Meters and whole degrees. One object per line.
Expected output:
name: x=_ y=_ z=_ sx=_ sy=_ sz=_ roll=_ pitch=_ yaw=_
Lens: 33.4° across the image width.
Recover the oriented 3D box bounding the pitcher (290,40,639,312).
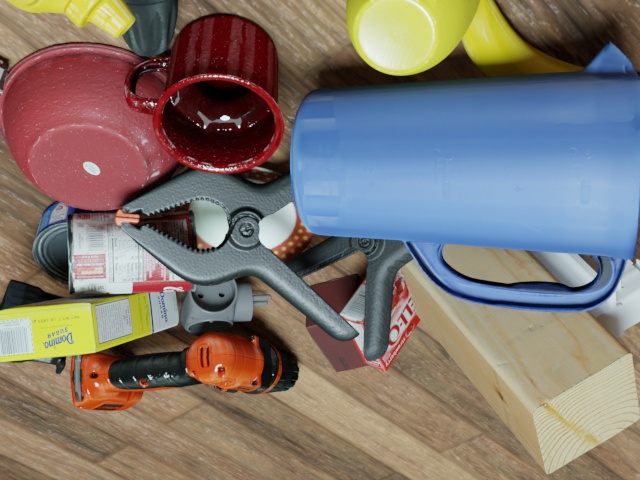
pitcher: x=0.107 y=-0.045 z=0.762 sx=0.243 sy=0.149 sz=0.145 roll=1 pitch=146 yaw=14

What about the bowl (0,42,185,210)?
bowl: x=-0.179 y=-0.074 z=0.838 sx=0.162 sy=0.055 sz=0.162 roll=0 pitch=137 yaw=0

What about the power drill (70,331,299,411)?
power drill: x=-0.129 y=0.127 z=1.028 sx=0.188 sy=0.057 sz=0.184 roll=-11 pitch=163 yaw=19

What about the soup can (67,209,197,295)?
soup can: x=-0.155 y=0.010 z=0.875 sx=0.102 sy=0.068 sz=0.068 roll=-2 pitch=138 yaw=-13

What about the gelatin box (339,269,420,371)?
gelatin box: x=0.062 y=0.060 z=0.959 sx=0.030 sy=0.089 sz=0.073 roll=17 pitch=148 yaw=37

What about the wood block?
wood block: x=0.156 y=0.075 z=0.872 sx=0.090 sy=0.206 sz=0.091 roll=-29 pitch=134 yaw=-8

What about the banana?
banana: x=0.170 y=-0.130 z=0.788 sx=0.197 sy=0.037 sz=0.070 roll=26 pitch=133 yaw=-25

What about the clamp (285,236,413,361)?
clamp: x=0.047 y=0.012 z=0.887 sx=0.120 sy=0.039 sz=0.172 roll=44 pitch=110 yaw=14

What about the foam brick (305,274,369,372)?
foam brick: x=0.024 y=0.078 z=1.004 sx=0.053 sy=0.051 sz=0.078 roll=-15 pitch=135 yaw=17

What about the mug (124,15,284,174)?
mug: x=-0.084 y=-0.110 z=0.779 sx=0.117 sy=0.081 sz=0.093 roll=2 pitch=137 yaw=-3

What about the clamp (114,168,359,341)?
clamp: x=-0.056 y=0.001 z=0.844 sx=0.209 sy=0.164 sz=0.036 roll=-2 pitch=180 yaw=-11

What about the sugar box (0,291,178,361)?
sugar box: x=-0.197 y=0.069 z=0.917 sx=0.093 sy=0.048 sz=0.176 roll=-6 pitch=179 yaw=15

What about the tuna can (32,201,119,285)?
tuna can: x=-0.206 y=0.002 z=0.936 sx=0.086 sy=0.033 sz=0.086 roll=0 pitch=137 yaw=0
